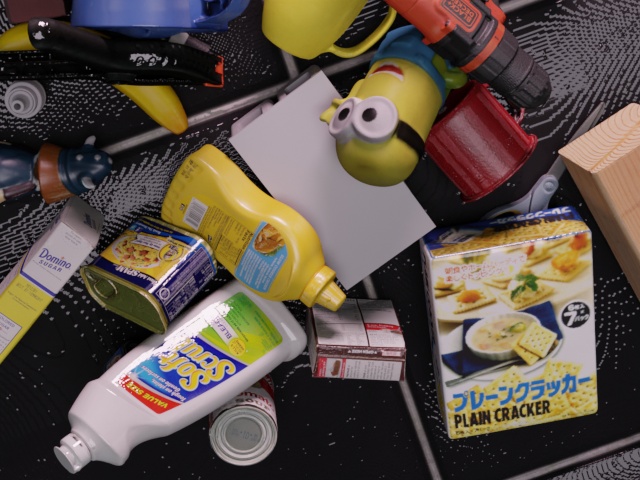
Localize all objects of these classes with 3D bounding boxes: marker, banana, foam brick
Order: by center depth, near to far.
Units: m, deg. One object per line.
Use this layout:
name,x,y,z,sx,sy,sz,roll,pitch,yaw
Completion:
foam brick,-0.255,-0.236,0.943,0.051,0.053,0.078,-10,110,-2
banana,-0.209,-0.157,0.977,0.197,0.037,0.069,16,94,-17
marker,-0.153,-0.199,0.982,0.121,0.020,0.020,29,103,-14

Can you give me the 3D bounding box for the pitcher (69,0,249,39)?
pitcher,-0.133,-0.290,0.883,0.149,0.145,0.243,0,100,-9

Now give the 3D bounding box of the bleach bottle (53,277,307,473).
bleach bottle,-0.133,0.134,0.993,0.250,0.068,0.102,-37,85,-32

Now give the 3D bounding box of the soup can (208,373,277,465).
soup can,-0.078,0.172,1.069,0.068,0.102,0.068,-1,108,-5

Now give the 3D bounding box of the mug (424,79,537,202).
mug,0.150,-0.105,1.012,0.081,0.093,0.117,46,68,-12

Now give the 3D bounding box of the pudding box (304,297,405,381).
pudding box,0.033,0.094,1.048,0.090,0.113,0.039,3,111,-6

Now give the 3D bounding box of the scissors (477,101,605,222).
scissors,0.235,-0.038,1.074,0.202,0.016,0.096,-42,109,9

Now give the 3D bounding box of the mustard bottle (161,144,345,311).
mustard bottle,-0.056,0.001,0.995,0.192,0.058,0.096,38,130,9

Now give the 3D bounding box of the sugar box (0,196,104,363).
sugar box,-0.276,0.044,1.013,0.048,0.093,0.176,40,101,-17

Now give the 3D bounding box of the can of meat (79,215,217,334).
can of meat,-0.159,0.029,1.001,0.083,0.102,0.057,-48,143,-30

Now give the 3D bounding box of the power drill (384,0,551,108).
power drill,0.161,-0.231,0.937,0.184,0.057,0.187,37,70,-17

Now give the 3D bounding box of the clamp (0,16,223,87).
clamp,-0.173,-0.153,0.898,0.209,0.165,0.036,0,89,-26
